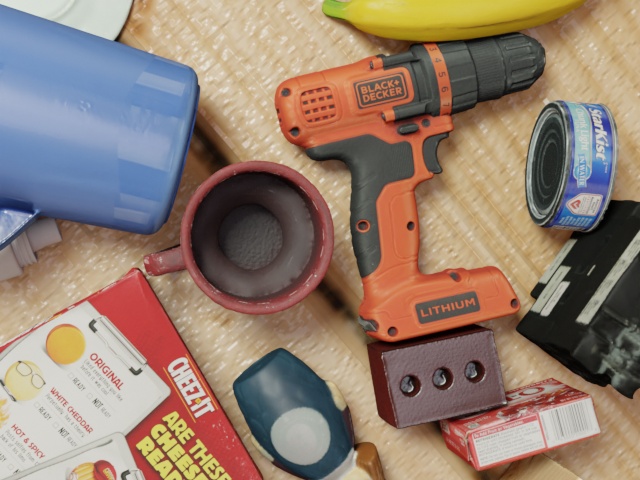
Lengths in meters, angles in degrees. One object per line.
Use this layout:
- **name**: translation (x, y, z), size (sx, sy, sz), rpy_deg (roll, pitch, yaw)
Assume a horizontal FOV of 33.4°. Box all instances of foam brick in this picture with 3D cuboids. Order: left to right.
- **foam brick**: translation (0.076, 0.089, 0.713), size (0.078, 0.051, 0.053), rpy_deg (-12, 93, -7)

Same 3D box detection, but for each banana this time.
- **banana**: translation (0.103, -0.159, 0.699), size (0.197, 0.069, 0.037), rpy_deg (-7, 128, -9)

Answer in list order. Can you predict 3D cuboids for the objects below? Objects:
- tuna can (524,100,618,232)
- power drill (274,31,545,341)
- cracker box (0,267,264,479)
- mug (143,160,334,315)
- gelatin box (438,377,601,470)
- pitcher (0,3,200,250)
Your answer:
- **tuna can**: translation (0.164, -0.049, 0.704), size (0.033, 0.086, 0.086), rpy_deg (5, 91, -7)
- **power drill**: translation (0.076, -0.037, 0.708), size (0.184, 0.057, 0.187), rpy_deg (-13, 92, -5)
- **cracker box**: translation (-0.166, 0.139, 0.671), size (0.213, 0.072, 0.164), rpy_deg (-30, 96, -7)
- **mug**: translation (-0.054, 0.001, 0.676), size (0.117, 0.081, 0.093), rpy_deg (-19, 95, -7)
- **gelatin box**: translation (0.130, 0.121, 0.711), size (0.089, 0.073, 0.030), rpy_deg (-15, 93, -7)
- **pitcher**: translation (-0.202, -0.070, 0.631), size (0.242, 0.145, 0.149), rpy_deg (14, 122, -12)
